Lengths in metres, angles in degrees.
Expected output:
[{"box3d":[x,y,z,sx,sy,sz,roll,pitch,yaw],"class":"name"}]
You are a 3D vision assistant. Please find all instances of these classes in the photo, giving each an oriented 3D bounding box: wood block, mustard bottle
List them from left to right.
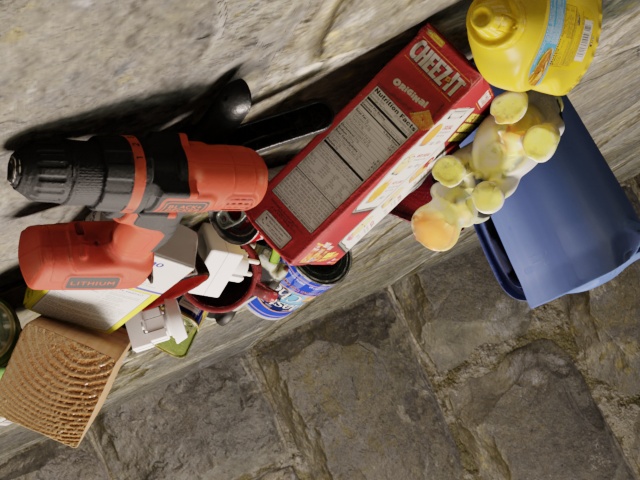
[{"box3d":[-0.250,0.126,1.056,0.206,0.090,0.091,-160,-86,-84],"class":"wood block"},{"box3d":[0.157,-0.161,0.806,0.191,0.058,0.096,-11,119,-59],"class":"mustard bottle"}]

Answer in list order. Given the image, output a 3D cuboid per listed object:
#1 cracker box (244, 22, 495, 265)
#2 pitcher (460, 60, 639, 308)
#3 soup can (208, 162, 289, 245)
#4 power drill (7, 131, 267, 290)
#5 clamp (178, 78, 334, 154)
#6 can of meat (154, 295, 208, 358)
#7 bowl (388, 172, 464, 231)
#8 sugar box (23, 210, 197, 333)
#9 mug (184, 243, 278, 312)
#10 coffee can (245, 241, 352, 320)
[{"box3d":[0.046,-0.074,0.907,0.214,0.072,0.164,-45,170,9],"class":"cracker box"},{"box3d":[0.208,-0.061,1.047,0.149,0.243,0.145,-27,172,8],"class":"pitcher"},{"box3d":[-0.051,-0.038,1.031,0.069,0.068,0.102,-32,171,38],"class":"soup can"},{"box3d":[-0.154,-0.018,0.770,0.184,0.057,0.188,2,159,-34],"class":"power drill"},{"box3d":[-0.085,-0.073,0.801,0.172,0.039,0.120,-26,158,21],"class":"clamp"},{"box3d":[-0.169,0.087,1.348,0.083,0.057,0.102,-63,-178,-38],"class":"can of meat"},{"box3d":[0.085,-0.067,1.102,0.161,0.162,0.055,-10,127,-63],"class":"bowl"},{"box3d":[-0.191,0.027,0.962,0.093,0.048,0.177,21,144,-28],"class":"sugar box"},{"box3d":[-0.102,0.041,1.248,0.081,0.117,0.093,6,108,-84],"class":"mug"},{"box3d":[-0.038,0.037,1.436,0.102,0.103,0.141,-19,170,-40],"class":"coffee can"}]
